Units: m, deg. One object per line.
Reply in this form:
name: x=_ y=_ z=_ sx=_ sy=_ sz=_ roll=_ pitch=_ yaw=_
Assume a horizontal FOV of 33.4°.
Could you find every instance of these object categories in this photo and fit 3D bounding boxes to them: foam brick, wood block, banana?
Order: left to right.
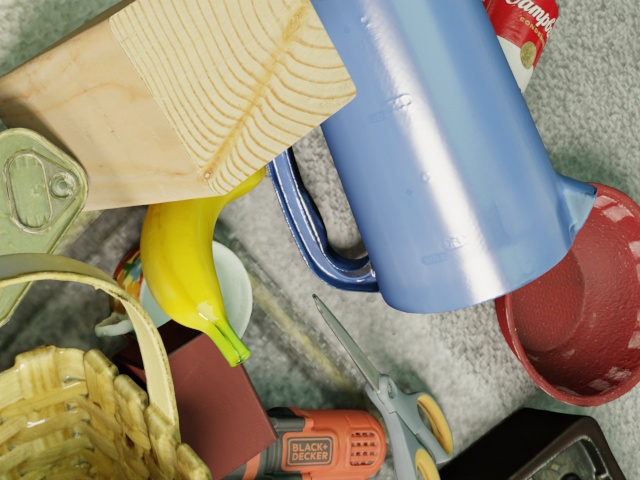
wood block: x=-0.086 y=-0.076 z=0.544 sx=0.090 sy=0.206 sz=0.090 roll=-39 pitch=109 yaw=-26
foam brick: x=-0.068 y=0.086 z=0.581 sx=0.051 sy=0.053 sz=0.078 roll=-31 pitch=107 yaw=-25
banana: x=-0.065 y=-0.009 z=0.595 sx=0.069 sy=0.037 sz=0.197 roll=48 pitch=24 yaw=-26

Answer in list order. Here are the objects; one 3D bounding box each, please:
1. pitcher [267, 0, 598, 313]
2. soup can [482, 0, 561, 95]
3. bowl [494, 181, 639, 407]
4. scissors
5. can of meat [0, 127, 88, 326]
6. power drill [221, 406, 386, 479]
pitcher: x=0.047 y=-0.083 z=0.649 sx=0.149 sy=0.145 sz=0.243 roll=-33 pitch=109 yaw=-24
soup can: x=0.117 y=-0.130 z=0.745 sx=0.068 sy=0.069 sz=0.102 roll=33 pitch=74 yaw=-26
bowl: x=0.183 y=0.039 z=0.788 sx=0.161 sy=0.055 sz=0.162 roll=0 pitch=89 yaw=-30
scissors: x=0.042 y=0.115 z=0.672 sx=0.201 sy=0.016 sz=0.096 roll=43 pitch=41 yaw=-51
can of meat: x=-0.178 y=-0.005 z=0.560 sx=0.057 sy=0.084 sz=0.102 roll=38 pitch=72 yaw=-24
power drill: x=-0.043 y=0.194 z=0.652 sx=0.184 sy=0.057 sz=0.187 roll=5 pitch=87 yaw=-30
